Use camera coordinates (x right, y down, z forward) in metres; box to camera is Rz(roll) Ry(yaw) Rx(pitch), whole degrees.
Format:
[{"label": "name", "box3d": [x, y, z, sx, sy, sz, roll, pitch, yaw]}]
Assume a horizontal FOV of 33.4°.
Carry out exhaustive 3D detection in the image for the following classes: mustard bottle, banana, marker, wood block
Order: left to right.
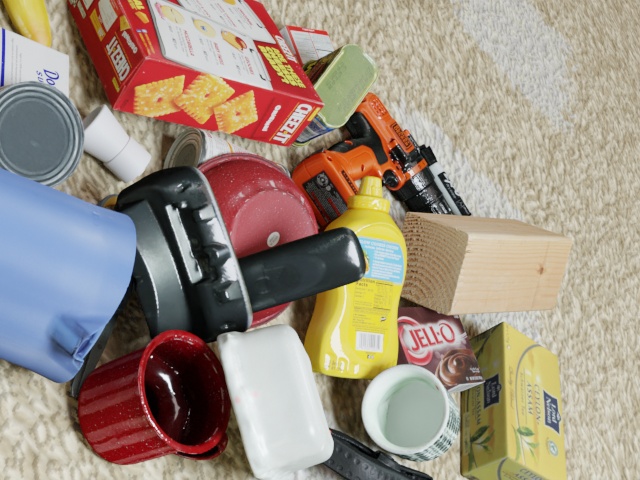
[{"label": "banana", "box3d": [-0.267, -0.261, 0.977, 0.069, 0.037, 0.198, 24, 48, -34]}, {"label": "mustard bottle", "box3d": [0.038, 0.034, 1.015, 0.096, 0.058, 0.191, 10, 85, -36]}, {"label": "marker", "box3d": [0.154, -0.065, 1.308, 0.020, 0.020, 0.121, -26, 85, -52]}, {"label": "wood block", "box3d": [0.181, 0.026, 1.186, 0.205, 0.090, 0.091, 2, 105, -47]}]

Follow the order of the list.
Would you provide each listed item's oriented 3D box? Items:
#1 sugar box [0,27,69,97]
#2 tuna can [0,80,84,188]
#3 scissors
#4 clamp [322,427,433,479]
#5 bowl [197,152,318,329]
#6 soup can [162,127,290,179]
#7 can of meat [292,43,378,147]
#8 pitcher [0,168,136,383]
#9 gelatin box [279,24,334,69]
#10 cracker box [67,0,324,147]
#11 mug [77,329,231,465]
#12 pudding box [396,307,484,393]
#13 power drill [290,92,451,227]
[{"label": "sugar box", "box3d": [-0.289, -0.136, 0.860, 0.176, 0.048, 0.093, 23, 49, -41]}, {"label": "tuna can", "box3d": [-0.231, -0.081, 0.837, 0.085, 0.034, 0.086, -2, 93, -41]}, {"label": "scissors", "box3d": [-0.179, 0.032, 0.878, 0.096, 0.016, 0.201, 51, 37, -13]}, {"label": "clamp", "box3d": [0.061, 0.214, 0.951, 0.171, 0.120, 0.039, 28, 85, -27]}, {"label": "bowl", "box3d": [-0.056, 0.001, 0.948, 0.161, 0.055, 0.162, 0, 91, -37]}, {"label": "soup can", "box3d": [-0.088, -0.057, 1.001, 0.102, 0.069, 0.068, 22, 49, -35]}, {"label": "can of meat", "box3d": [0.005, -0.154, 1.129, 0.057, 0.084, 0.102, 43, 65, -18]}, {"label": "pitcher", "box3d": [-0.263, -0.006, 0.740, 0.242, 0.149, 0.145, 26, 62, -29]}, {"label": "gelatin box", "box3d": [-0.010, -0.198, 1.217, 0.073, 0.030, 0.089, -5, 71, -49]}, {"label": "cracker box", "box3d": [-0.122, -0.181, 1.028, 0.213, 0.072, 0.164, 9, 42, -44]}, {"label": "mug", "box3d": [-0.121, 0.130, 0.813, 0.117, 0.082, 0.093, 45, 41, -29]}, {"label": "pudding box", "box3d": [0.111, 0.116, 1.115, 0.113, 0.039, 0.090, 4, 60, -47]}, {"label": "power drill", "box3d": [0.060, -0.061, 1.176, 0.184, 0.057, 0.187, 54, 36, -3]}]
